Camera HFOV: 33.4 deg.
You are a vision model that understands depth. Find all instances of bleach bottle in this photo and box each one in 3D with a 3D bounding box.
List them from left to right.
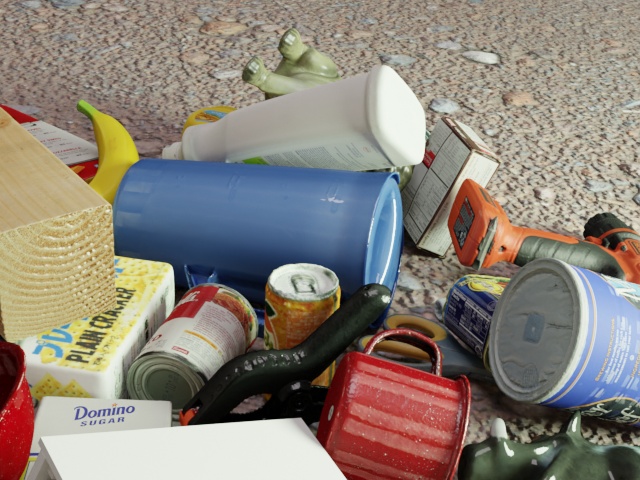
[{"bbox_3d":[-0.038,-0.093,0.968,0.251,0.068,0.102,-6,-22,27],"label":"bleach bottle"}]

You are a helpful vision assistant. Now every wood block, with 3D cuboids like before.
[{"bbox_3d":[-0.244,-0.020,0.820,0.090,0.091,0.206,-18,36,-32],"label":"wood block"}]

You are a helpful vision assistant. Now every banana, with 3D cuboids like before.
[{"bbox_3d":[-0.201,-0.057,0.967,0.069,0.037,0.198,10,38,-11],"label":"banana"}]

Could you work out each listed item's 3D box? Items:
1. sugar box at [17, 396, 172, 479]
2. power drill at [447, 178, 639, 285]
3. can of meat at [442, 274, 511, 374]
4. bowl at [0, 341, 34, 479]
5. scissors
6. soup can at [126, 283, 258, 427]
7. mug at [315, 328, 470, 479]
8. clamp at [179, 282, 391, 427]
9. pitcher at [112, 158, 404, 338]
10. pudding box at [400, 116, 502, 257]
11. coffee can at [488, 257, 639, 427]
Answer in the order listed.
[{"bbox_3d":[-0.146,0.168,0.673,0.093,0.048,0.176,3,25,-3],"label":"sugar box"},{"bbox_3d":[0.213,0.000,0.966,0.187,0.057,0.184,15,20,-6],"label":"power drill"},{"bbox_3d":[0.158,0.068,0.850,0.102,0.057,0.084,7,16,-22],"label":"can of meat"},{"bbox_3d":[-0.235,0.138,0.667,0.162,0.055,0.162,-27,26,14],"label":"bowl"},{"bbox_3d":[0.130,0.095,0.864,0.202,0.016,0.096,9,24,1],"label":"scissors"},{"bbox_3d":[-0.095,0.086,0.805,0.068,0.068,0.102,10,30,13],"label":"soup can"},{"bbox_3d":[0.047,0.112,0.710,0.081,0.093,0.117,17,64,-4],"label":"mug"},{"bbox_3d":[-0.016,0.095,0.750,0.171,0.120,0.039,-12,23,-18],"label":"clamp"},{"bbox_3d":[-0.056,0.001,0.918,0.243,0.145,0.149,7,4,16],"label":"pitcher"},{"bbox_3d":[0.119,-0.053,1.037,0.039,0.114,0.090,18,22,-24],"label":"pudding box"},{"bbox_3d":[0.207,0.078,0.765,0.140,0.103,0.103,15,22,-24],"label":"coffee can"}]
